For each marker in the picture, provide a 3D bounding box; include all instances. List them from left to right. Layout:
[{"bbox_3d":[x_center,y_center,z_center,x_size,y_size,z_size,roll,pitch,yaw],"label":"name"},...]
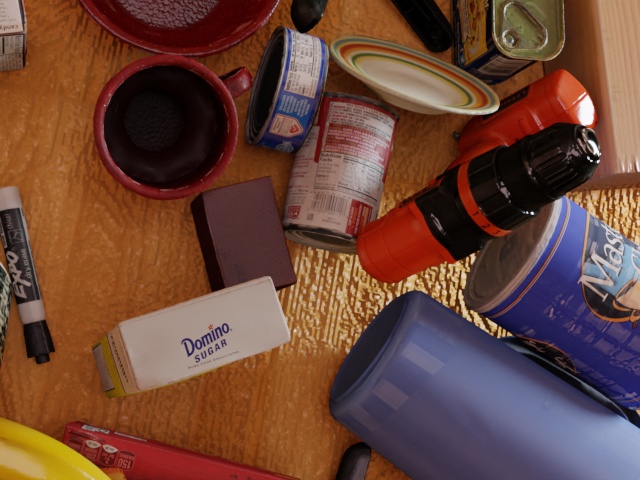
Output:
[{"bbox_3d":[-0.200,0.024,0.720,0.020,0.020,0.121,-13,87,-17],"label":"marker"}]

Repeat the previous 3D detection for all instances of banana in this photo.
[{"bbox_3d":[-0.200,0.129,0.622,0.197,0.070,0.037,13,39,-6],"label":"banana"}]

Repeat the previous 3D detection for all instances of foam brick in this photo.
[{"bbox_3d":[-0.055,0.001,0.748,0.053,0.051,0.078,-12,86,-16],"label":"foam brick"}]

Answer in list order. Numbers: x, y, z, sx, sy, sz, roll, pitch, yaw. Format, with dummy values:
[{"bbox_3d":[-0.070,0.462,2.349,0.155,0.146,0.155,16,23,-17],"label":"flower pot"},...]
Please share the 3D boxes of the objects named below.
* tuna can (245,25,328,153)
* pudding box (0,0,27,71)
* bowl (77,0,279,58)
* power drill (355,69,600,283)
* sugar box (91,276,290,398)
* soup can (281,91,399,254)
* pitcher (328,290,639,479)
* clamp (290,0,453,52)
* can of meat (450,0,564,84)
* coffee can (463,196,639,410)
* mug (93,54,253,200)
[{"bbox_3d":[-0.024,-0.105,0.752,0.033,0.086,0.086,14,80,-16],"label":"tuna can"},{"bbox_3d":[-0.248,-0.132,0.689,0.113,0.090,0.039,-11,87,-17],"label":"pudding box"},{"bbox_3d":[-0.106,-0.200,0.756,0.162,0.055,0.162,2,83,-16],"label":"bowl"},{"bbox_3d":[0.126,-0.053,0.725,0.057,0.185,0.187,56,39,-7],"label":"power drill"},{"bbox_3d":[-0.087,0.065,0.665,0.093,0.176,0.048,-17,88,-18],"label":"sugar box"},{"bbox_3d":[0.014,-0.047,0.765,0.068,0.069,0.102,15,80,-14],"label":"soup can"},{"bbox_3d":[0.133,0.136,0.755,0.243,0.149,0.145,36,90,-6],"label":"pitcher"},{"bbox_3d":[0.027,-0.234,0.794,0.164,0.036,0.210,6,67,-45],"label":"clamp"},{"bbox_3d":[0.138,-0.175,0.808,0.057,0.084,0.102,1,83,-16],"label":"can of meat"},{"bbox_3d":[0.187,0.040,0.749,0.140,0.103,0.102,32,76,-9],"label":"coffee can"},{"bbox_3d":[-0.099,-0.085,0.719,0.117,0.082,0.093,-33,107,-8],"label":"mug"}]
